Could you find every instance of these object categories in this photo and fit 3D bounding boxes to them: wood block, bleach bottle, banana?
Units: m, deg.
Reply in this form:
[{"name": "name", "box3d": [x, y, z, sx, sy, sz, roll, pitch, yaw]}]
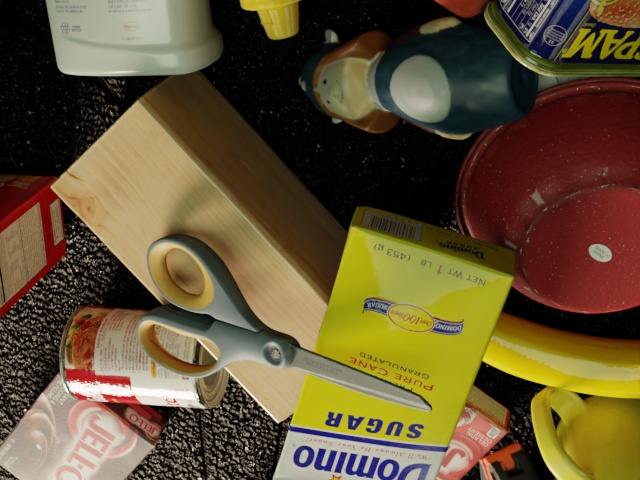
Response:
[{"name": "wood block", "box3d": [-0.054, 0.001, 0.678, 0.091, 0.090, 0.206, -38, 100, 27]}, {"name": "bleach bottle", "box3d": [-0.119, -0.223, 0.605, 0.103, 0.068, 0.251, 2, 113, 15]}, {"name": "banana", "box3d": [0.164, 0.067, 0.675, 0.198, 0.037, 0.069, 5, 127, 17]}]

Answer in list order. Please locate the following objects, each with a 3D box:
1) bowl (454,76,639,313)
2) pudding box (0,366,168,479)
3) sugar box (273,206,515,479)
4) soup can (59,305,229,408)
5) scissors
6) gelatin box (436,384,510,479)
[{"name": "bowl", "box3d": [0.158, -0.010, 0.607, 0.162, 0.055, 0.162, 3, 130, 3]}, {"name": "pudding box", "box3d": [-0.184, 0.152, 0.816, 0.090, 0.039, 0.114, 39, 119, -6]}, {"name": "sugar box", "box3d": [0.039, 0.076, 0.612, 0.093, 0.048, 0.176, 17, 111, 4]}, {"name": "soup can", "box3d": [-0.121, 0.081, 0.748, 0.102, 0.068, 0.068, 1, 115, 15]}, {"name": "scissors", "box3d": [-0.031, 0.043, 0.597, 0.202, 0.016, 0.096, -1, 105, 36]}, {"name": "gelatin box", "box3d": [0.074, 0.123, 0.734, 0.089, 0.030, 0.073, 36, 119, -3]}]
